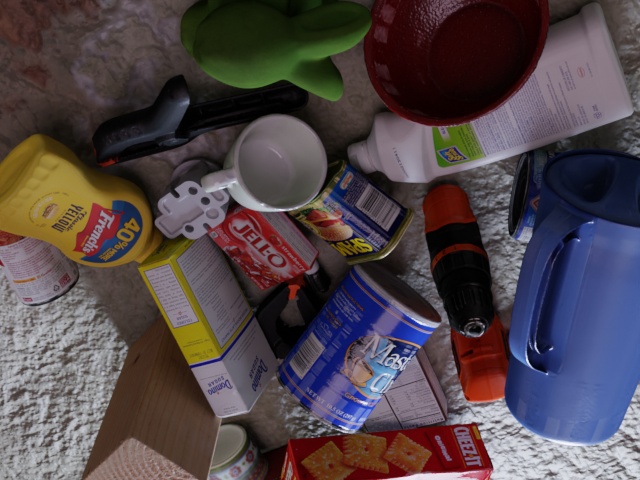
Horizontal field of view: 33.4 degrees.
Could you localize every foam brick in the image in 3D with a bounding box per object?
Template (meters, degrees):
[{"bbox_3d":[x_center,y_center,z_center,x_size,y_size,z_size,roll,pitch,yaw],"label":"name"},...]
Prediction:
[{"bbox_3d":[-0.051,0.276,1.224,0.078,0.051,0.053,-24,118,19],"label":"foam brick"}]

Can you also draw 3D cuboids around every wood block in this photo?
[{"bbox_3d":[-0.158,0.172,1.075,0.090,0.206,0.091,37,119,-18],"label":"wood block"}]

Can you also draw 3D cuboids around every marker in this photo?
[{"bbox_3d":[-0.022,0.005,1.065,0.020,0.020,0.121,-21,118,18],"label":"marker"}]

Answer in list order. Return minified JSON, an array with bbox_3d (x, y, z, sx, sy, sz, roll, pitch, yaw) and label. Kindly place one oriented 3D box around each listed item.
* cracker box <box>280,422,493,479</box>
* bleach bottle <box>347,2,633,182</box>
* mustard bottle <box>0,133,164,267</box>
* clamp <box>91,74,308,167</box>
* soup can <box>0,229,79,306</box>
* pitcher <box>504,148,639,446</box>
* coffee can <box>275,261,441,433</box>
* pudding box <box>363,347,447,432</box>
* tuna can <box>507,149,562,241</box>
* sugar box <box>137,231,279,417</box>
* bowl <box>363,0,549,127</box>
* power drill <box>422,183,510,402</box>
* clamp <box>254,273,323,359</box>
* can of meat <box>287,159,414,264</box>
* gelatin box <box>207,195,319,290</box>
[{"bbox_3d":[0.062,0.282,1.159,0.213,0.072,0.164,-1,133,-15],"label":"cracker box"},{"bbox_3d":[0.140,-0.117,0.946,0.251,0.068,0.102,-18,117,19],"label":"bleach bottle"},{"bbox_3d":[-0.219,-0.023,1.019,0.096,0.058,0.191,-45,134,16],"label":"mustard bottle"},{"bbox_3d":[-0.137,-0.105,0.944,0.210,0.164,0.036,-14,84,31],"label":"clamp"},{"bbox_3d":[-0.291,0.006,1.064,0.068,0.068,0.102,-13,121,13],"label":"soup can"},{"bbox_3d":[0.224,0.056,0.905,0.149,0.145,0.243,7,121,-1],"label":"pitcher"},{"bbox_3d":[0.037,0.103,1.049,0.102,0.103,0.140,33,101,-15],"label":"coffee can"},{"bbox_3d":[0.077,0.154,1.141,0.090,0.039,0.113,-18,122,14],"label":"pudding box"},{"bbox_3d":[0.196,-0.041,0.974,0.034,0.086,0.086,9,123,1],"label":"tuna can"},{"bbox_3d":[-0.108,0.078,1.056,0.048,0.093,0.176,-15,108,26],"label":"sugar box"},{"bbox_3d":[0.119,-0.166,0.889,0.162,0.162,0.055,-29,157,22],"label":"bowl"},{"bbox_3d":[0.142,0.065,1.001,0.057,0.184,0.187,-11,130,8],"label":"power drill"},{"bbox_3d":[-0.042,0.112,1.125,0.120,0.039,0.171,-3,116,2],"label":"clamp"},{"bbox_3d":[0.025,-0.027,0.996,0.084,0.057,0.102,38,162,-15],"label":"can of meat"},{"bbox_3d":[-0.057,0.001,1.041,0.073,0.030,0.089,-25,115,41],"label":"gelatin box"}]
